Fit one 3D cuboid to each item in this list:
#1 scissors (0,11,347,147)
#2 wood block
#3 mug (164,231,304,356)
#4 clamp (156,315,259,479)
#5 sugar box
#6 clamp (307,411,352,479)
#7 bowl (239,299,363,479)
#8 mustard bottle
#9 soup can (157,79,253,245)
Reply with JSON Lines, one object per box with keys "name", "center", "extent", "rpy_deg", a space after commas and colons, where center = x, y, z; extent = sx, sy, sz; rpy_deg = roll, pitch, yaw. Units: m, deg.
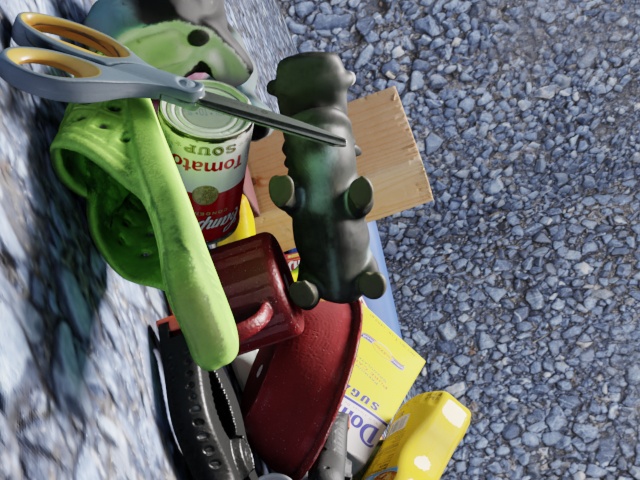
{"name": "scissors", "center": [-0.089, -0.079, 0.591], "extent": [0.096, 0.202, 0.016], "rpy_deg": [-52, 164, -59]}
{"name": "wood block", "center": [-0.006, -0.060, 1.034], "extent": [0.090, 0.206, 0.091], "rpy_deg": [60, 13, -63]}
{"name": "mug", "center": [-0.062, 0.046, 0.782], "extent": [0.117, 0.081, 0.093], "rpy_deg": [-89, 160, -73]}
{"name": "clamp", "center": [-0.060, 0.149, 0.696], "extent": [0.164, 0.036, 0.210], "rpy_deg": [45, 27, -77]}
{"name": "sugar box", "center": [0.030, 0.142, 1.025], "extent": [0.093, 0.048, 0.176], "rpy_deg": [42, 34, -1]}
{"name": "clamp", "center": [0.007, 0.185, 0.857], "extent": [0.171, 0.039, 0.120], "rpy_deg": [-88, -175, -55]}
{"name": "bowl", "center": [-0.023, 0.111, 0.849], "extent": [0.162, 0.055, 0.162], "rpy_deg": [-159, -89, -81]}
{"name": "mustard bottle", "center": [0.061, 0.220, 0.923], "extent": [0.058, 0.096, 0.191], "rpy_deg": [41, 50, -5]}
{"name": "soup can", "center": [-0.085, -0.055, 0.762], "extent": [0.102, 0.068, 0.068], "rpy_deg": [104, -19, -44]}
